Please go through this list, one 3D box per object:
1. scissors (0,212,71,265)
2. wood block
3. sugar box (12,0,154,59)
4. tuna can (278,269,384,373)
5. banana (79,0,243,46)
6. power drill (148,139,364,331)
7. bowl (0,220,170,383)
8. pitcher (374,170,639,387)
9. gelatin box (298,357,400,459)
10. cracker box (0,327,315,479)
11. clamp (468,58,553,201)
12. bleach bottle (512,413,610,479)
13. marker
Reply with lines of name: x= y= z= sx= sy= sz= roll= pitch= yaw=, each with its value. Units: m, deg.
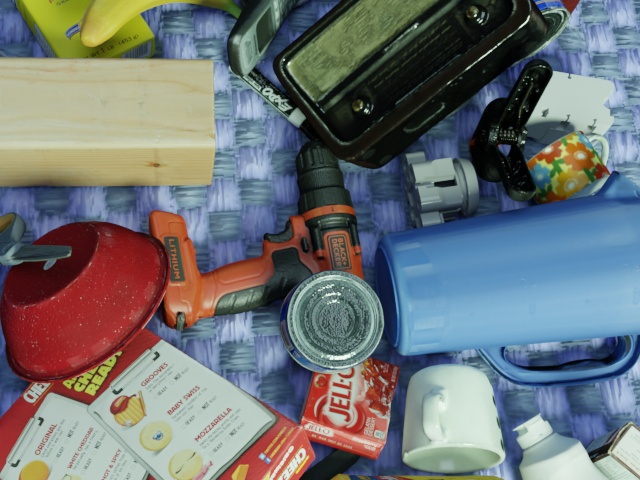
scissors: x=-0.247 y=-0.001 z=0.882 sx=0.016 sy=0.202 sz=0.096 roll=55 pitch=42 yaw=-26
wood block: x=-0.200 y=-0.105 z=0.959 sx=0.206 sy=0.091 sz=0.090 roll=-1 pitch=70 yaw=-8
sugar box: x=-0.242 y=-0.235 z=1.027 sx=0.093 sy=0.048 sz=0.176 roll=-30 pitch=77 yaw=-20
tuna can: x=0.010 y=0.068 z=0.900 sx=0.086 sy=0.034 sz=0.086 roll=2 pitch=78 yaw=-11
banana: x=-0.153 y=-0.227 z=1.002 sx=0.197 sy=0.037 sz=0.070 roll=-22 pitch=68 yaw=-42
power drill: x=-0.056 y=0.001 z=0.955 sx=0.187 sy=0.057 sz=0.184 roll=-7 pitch=70 yaw=-10
bowl: x=-0.205 y=0.036 z=0.874 sx=0.162 sy=0.055 sz=0.162 roll=-20 pitch=39 yaw=17
pitcher: x=0.176 y=0.043 z=0.942 sx=0.242 sy=0.145 sz=0.149 roll=-8 pitch=58 yaw=-7
gelatin box: x=0.024 y=0.136 z=0.912 sx=0.073 sy=0.030 sz=0.089 roll=18 pitch=44 yaw=0
cracker box: x=-0.138 y=0.170 z=0.838 sx=0.214 sy=0.072 sz=0.164 roll=27 pitch=65 yaw=27
clamp: x=0.170 y=-0.103 z=0.964 sx=0.039 sy=0.171 sz=0.120 roll=14 pitch=97 yaw=-9
bleach bottle: x=0.241 y=0.254 z=0.873 sx=0.068 sy=0.103 sz=0.251 roll=-24 pitch=74 yaw=-28
marker: x=-0.039 y=-0.134 z=1.030 sx=0.121 sy=0.020 sz=0.020 roll=42 pitch=69 yaw=9
